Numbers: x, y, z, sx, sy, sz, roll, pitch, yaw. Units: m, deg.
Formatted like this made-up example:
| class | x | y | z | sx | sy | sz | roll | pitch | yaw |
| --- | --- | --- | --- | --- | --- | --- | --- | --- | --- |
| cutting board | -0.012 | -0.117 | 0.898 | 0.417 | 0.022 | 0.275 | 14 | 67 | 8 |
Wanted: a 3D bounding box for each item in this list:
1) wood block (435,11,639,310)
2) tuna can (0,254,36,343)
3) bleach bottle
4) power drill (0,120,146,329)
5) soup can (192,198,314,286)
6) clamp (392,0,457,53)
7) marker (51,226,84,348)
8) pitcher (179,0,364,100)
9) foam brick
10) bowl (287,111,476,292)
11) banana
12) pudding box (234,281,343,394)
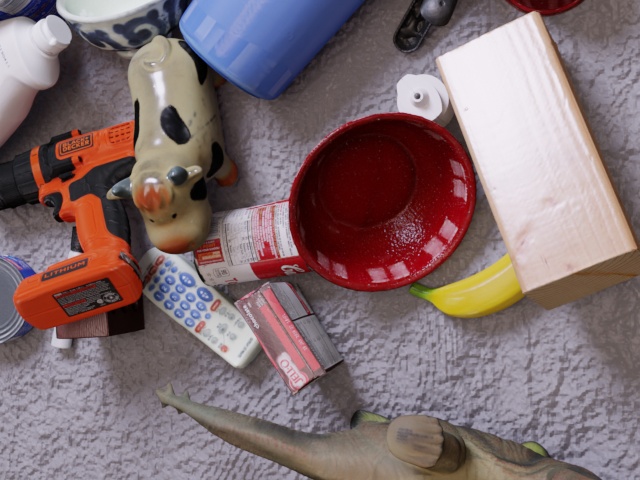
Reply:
| class | x | y | z | sx | sy | sz | roll | pitch | yaw |
| --- | --- | --- | --- | --- | --- | --- | --- | --- | --- |
| wood block | 0.176 | -0.061 | 0.844 | 0.090 | 0.090 | 0.206 | -24 | 70 | 17 |
| tuna can | -0.311 | 0.056 | 1.024 | 0.086 | 0.033 | 0.086 | 0 | 91 | 14 |
| bleach bottle | -0.316 | -0.118 | 0.973 | 0.251 | 0.068 | 0.102 | -30 | 83 | 28 |
| power drill | -0.230 | -0.016 | 0.944 | 0.184 | 0.057 | 0.187 | -18 | 52 | 8 |
| soup can | -0.056 | 0.001 | 0.943 | 0.102 | 0.068 | 0.068 | -9 | 89 | 14 |
| clamp | 0.110 | -0.235 | 0.895 | 0.039 | 0.120 | 0.171 | 31 | 76 | -12 |
| marker | -0.236 | 0.042 | 1.012 | 0.020 | 0.020 | 0.121 | 12 | 94 | 13 |
| pitcher | -0.015 | -0.245 | 0.892 | 0.149 | 0.145 | 0.243 | 41 | 103 | 3 |
| foam brick | -0.201 | 0.060 | 0.975 | 0.051 | 0.078 | 0.053 | -4 | 90 | 15 |
| bowl | 0.047 | -0.039 | 0.901 | 0.162 | 0.055 | 0.162 | -5 | 116 | -11 |
| banana | 0.167 | 0.007 | 0.903 | 0.198 | 0.037 | 0.069 | -40 | 82 | 11 |
| pudding box | -0.024 | 0.080 | 0.913 | 0.039 | 0.113 | 0.090 | -33 | 83 | 9 |
